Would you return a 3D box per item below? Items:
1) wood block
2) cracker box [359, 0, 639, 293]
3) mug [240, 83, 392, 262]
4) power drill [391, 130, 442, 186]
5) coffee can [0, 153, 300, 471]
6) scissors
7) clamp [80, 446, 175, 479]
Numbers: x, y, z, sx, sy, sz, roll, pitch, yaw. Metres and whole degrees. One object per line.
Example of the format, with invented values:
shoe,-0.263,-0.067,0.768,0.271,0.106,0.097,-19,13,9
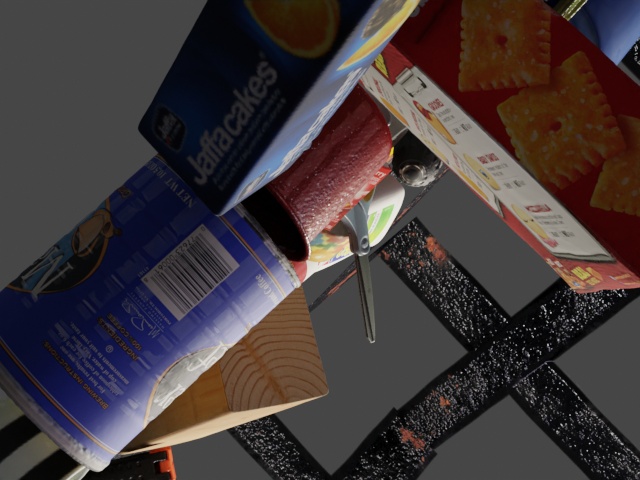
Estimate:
wood block,-0.095,0.109,0.871,0.090,0.091,0.207,-6,166,-36
cracker box,0.095,-0.070,0.549,0.072,0.214,0.164,-45,175,-1
mug,-0.018,-0.056,0.583,0.081,0.093,0.117,-46,140,-18
power drill,0.155,-0.116,0.920,0.188,0.057,0.184,-11,-149,20
coffee can,-0.095,0.033,0.549,0.140,0.103,0.103,-43,175,-8
scissors,0.023,-0.004,0.947,0.016,0.202,0.096,5,-175,38
clamp,-0.227,0.206,0.885,0.209,0.036,0.165,-9,171,-12
